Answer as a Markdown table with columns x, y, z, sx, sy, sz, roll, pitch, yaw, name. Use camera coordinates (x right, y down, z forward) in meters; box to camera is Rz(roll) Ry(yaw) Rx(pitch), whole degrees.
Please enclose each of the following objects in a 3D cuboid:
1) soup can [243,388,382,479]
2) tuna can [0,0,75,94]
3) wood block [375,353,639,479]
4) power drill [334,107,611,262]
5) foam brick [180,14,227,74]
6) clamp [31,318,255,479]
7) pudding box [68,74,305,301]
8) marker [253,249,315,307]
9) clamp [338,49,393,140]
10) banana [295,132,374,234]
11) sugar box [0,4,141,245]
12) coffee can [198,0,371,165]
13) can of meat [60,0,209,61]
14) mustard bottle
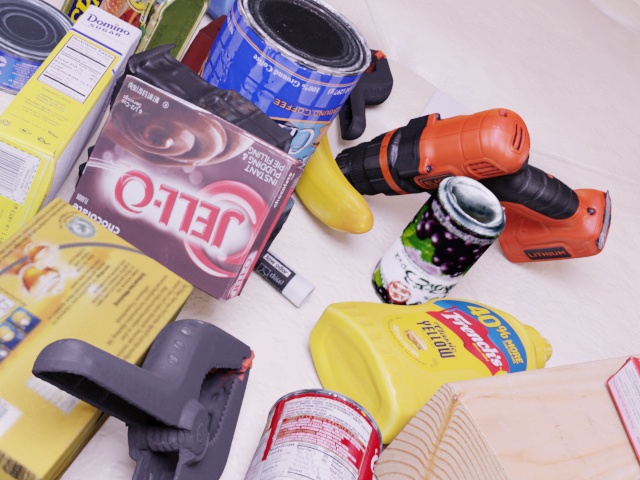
| x | y | z | sx | sy | sz | roll | pitch | yaw | name |
| --- | --- | --- | --- | --- | --- | --- | --- | --- | --- |
| -0.009 | 0.136 | 0.565 | 0.068 | 0.069 | 0.102 | 30 | 35 | -5 | soup can |
| -0.217 | -0.144 | 0.772 | 0.086 | 0.034 | 0.086 | 21 | 36 | -17 | tuna can |
| 0.148 | 0.138 | 0.669 | 0.205 | 0.091 | 0.090 | -1 | 48 | -40 | wood block |
| 0.123 | -0.038 | 0.841 | 0.187 | 0.185 | 0.057 | 24 | 71 | -37 | power drill |
| -0.069 | -0.138 | 0.869 | 0.078 | 0.051 | 0.053 | 35 | 34 | 2 | foam brick |
| -0.077 | 0.107 | 0.531 | 0.036 | 0.164 | 0.209 | 1 | 9 | 15 | clamp |
| -0.078 | -0.030 | 0.616 | 0.113 | 0.090 | 0.039 | 29 | 8 | 13 | pudding box |
| -0.055 | 0.001 | 0.738 | 0.121 | 0.020 | 0.020 | 39 | 35 | 9 | marker |
| 0.024 | -0.138 | 0.956 | 0.120 | 0.039 | 0.171 | 47 | 36 | 16 | clamp |
| 0.000 | -0.073 | 0.830 | 0.037 | 0.070 | 0.198 | 18 | 46 | -32 | banana |
| -0.169 | -0.070 | 0.668 | 0.048 | 0.093 | 0.176 | 26 | 34 | -11 | sugar box |
| -0.041 | -0.098 | 0.763 | 0.102 | 0.140 | 0.103 | 22 | 36 | -17 | coffee can |
| -0.142 | -0.176 | 0.815 | 0.084 | 0.102 | 0.057 | 47 | 36 | 15 | can of meat |
| 0.090 | 0.081 | 0.722 | 0.191 | 0.058 | 0.096 | 0 | 42 | -40 | mustard bottle |
